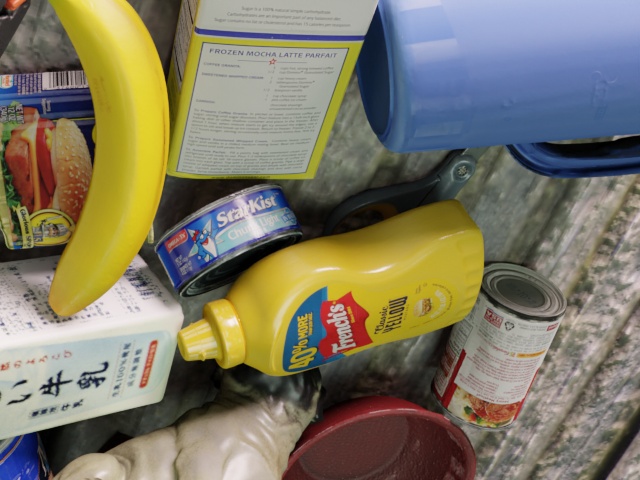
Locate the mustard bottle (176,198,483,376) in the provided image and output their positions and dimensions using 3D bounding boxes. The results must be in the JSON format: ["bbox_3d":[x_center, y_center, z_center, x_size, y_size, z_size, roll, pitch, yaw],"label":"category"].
[{"bbox_3d":[0.005,0.038,0.658,0.191,0.058,0.096,-16,143,-19],"label":"mustard bottle"}]

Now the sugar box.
[{"bbox_3d":[-0.029,-0.104,0.567,0.093,0.048,0.176,-1,141,-19],"label":"sugar box"}]

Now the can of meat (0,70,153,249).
[{"bbox_3d":[-0.139,-0.046,0.596,0.084,0.057,0.102,-5,125,-11],"label":"can of meat"}]

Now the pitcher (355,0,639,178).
[{"bbox_3d":[0.145,-0.109,0.603,0.242,0.145,0.149,-9,90,-8],"label":"pitcher"}]

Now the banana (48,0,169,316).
[{"bbox_3d":[-0.111,-0.048,0.546,0.069,0.037,0.198,5,117,7],"label":"banana"}]

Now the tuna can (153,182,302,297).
[{"bbox_3d":[-0.054,0.001,0.639,0.086,0.034,0.086,-27,171,-5],"label":"tuna can"}]

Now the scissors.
[{"bbox_3d":[0.070,-0.046,0.689,0.096,0.016,0.202,13,119,-26],"label":"scissors"}]

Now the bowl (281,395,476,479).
[{"bbox_3d":[0.032,0.170,0.804,0.162,0.055,0.162,-9,126,-12],"label":"bowl"}]

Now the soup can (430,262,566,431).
[{"bbox_3d":[0.126,0.075,0.760,0.068,0.068,0.102,5,122,-21],"label":"soup can"}]
